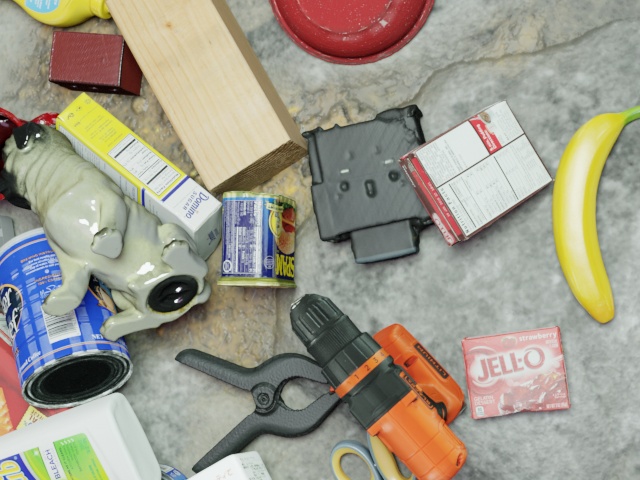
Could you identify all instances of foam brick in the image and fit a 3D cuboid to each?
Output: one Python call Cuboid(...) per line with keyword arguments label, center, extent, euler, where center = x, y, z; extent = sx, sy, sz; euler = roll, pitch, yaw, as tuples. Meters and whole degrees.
Cuboid(label="foam brick", center=(-0.220, -0.174, 1.050), extent=(0.078, 0.053, 0.051), euler=(6, 90, 14))

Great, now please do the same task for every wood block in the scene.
Cuboid(label="wood block", center=(-0.104, -0.152, 1.003), extent=(0.090, 0.090, 0.206), euler=(-31, 82, 10))

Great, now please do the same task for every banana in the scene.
Cuboid(label="banana", center=(0.239, -0.029, 0.945), extent=(0.070, 0.037, 0.198), euler=(9, 91, 14))

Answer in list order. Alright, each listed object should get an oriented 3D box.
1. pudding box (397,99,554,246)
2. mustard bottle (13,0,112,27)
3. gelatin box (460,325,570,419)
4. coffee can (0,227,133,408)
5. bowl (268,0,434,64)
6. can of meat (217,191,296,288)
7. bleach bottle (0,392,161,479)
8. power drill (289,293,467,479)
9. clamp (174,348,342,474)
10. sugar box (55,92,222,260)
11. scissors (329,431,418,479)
Cuboid(label="pudding box", center=(0.137, -0.061, 0.937), extent=(0.113, 0.039, 0.090), euler=(-31, 92, -21))
Cuboid(label="mustard bottle", center=(-0.270, -0.267, 1.061), extent=(0.192, 0.058, 0.096), euler=(26, 101, 13))
Cuboid(label="gelatin box", center=(0.175, 0.118, 0.959), extent=(0.089, 0.030, 0.073), euler=(-8, 86, 13))
Cuboid(label="coffee can", center=(-0.243, 0.071, 1.001), extent=(0.103, 0.102, 0.140), euler=(-29, 61, 11))
Cuboid(label="bowl", center=(0.024, -0.237, 0.969), extent=(0.162, 0.055, 0.162), euler=(3, 107, 8))
Cuboid(label="can of meat", center=(-0.056, 0.001, 0.982), extent=(0.057, 0.102, 0.084), euler=(0, 86, 12))
Cuboid(label="bleach bottle", center=(-0.280, 0.230, 0.981), extent=(0.251, 0.068, 0.102), euler=(-23, 96, 8))
Cuboid(label="power drill", center=(0.056, 0.116, 0.908), extent=(0.057, 0.187, 0.184), euler=(-42, 82, 10))
Cuboid(label="clamp", center=(-0.055, 0.160, 1.008), extent=(0.171, 0.039, 0.120), euler=(-3, 89, 13))
Cuboid(label="sugar box", center=(-0.171, -0.055, 1.014), extent=(0.176, 0.093, 0.048), euler=(36, 66, 10))
Cuboid(label="scissors", center=(0.070, 0.258, 0.987), extent=(0.096, 0.016, 0.202), euler=(-14, 94, 24))
